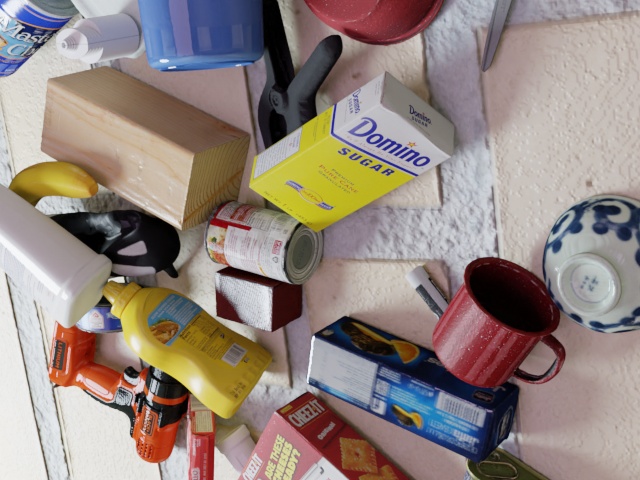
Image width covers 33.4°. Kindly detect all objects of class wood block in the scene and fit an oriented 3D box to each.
[{"bbox_3d":[-0.188,-0.101,1.124,0.206,0.090,0.090,28,121,25],"label":"wood block"}]

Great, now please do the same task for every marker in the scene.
[{"bbox_3d":[0.124,0.076,1.004,0.121,0.020,0.020,53,127,9],"label":"marker"}]

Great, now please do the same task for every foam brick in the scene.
[{"bbox_3d":[-0.064,0.056,1.112,0.078,0.052,0.051,12,112,33],"label":"foam brick"}]

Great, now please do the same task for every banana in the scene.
[{"bbox_3d":[-0.301,-0.051,1.160,0.069,0.037,0.198,52,141,-9],"label":"banana"}]

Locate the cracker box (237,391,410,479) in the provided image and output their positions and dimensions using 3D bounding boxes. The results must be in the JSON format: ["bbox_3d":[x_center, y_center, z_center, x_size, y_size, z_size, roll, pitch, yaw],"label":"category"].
[{"bbox_3d":[0.018,0.289,1.121,0.214,0.071,0.164,40,124,20],"label":"cracker box"}]

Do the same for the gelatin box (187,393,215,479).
[{"bbox_3d":[-0.136,0.226,1.201,0.030,0.089,0.073,1,112,-9],"label":"gelatin box"}]

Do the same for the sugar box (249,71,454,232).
[{"bbox_3d":[0.027,-0.076,0.979,0.093,0.048,0.177,33,139,-30],"label":"sugar box"}]

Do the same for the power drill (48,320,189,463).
[{"bbox_3d":[-0.235,0.152,1.264,0.188,0.057,0.185,30,121,25],"label":"power drill"}]

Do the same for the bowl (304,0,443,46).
[{"bbox_3d":[0.030,-0.241,0.927,0.162,0.055,0.162,18,124,29],"label":"bowl"}]

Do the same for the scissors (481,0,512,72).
[{"bbox_3d":[0.177,-0.234,0.864,0.096,0.016,0.202,11,112,33],"label":"scissors"}]

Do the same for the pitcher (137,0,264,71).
[{"bbox_3d":[-0.112,-0.278,0.956,0.145,0.149,0.243,-1,98,30],"label":"pitcher"}]

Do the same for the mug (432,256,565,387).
[{"bbox_3d":[0.160,0.082,0.940,0.117,0.093,0.082,35,128,10],"label":"mug"}]

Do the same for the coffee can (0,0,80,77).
[{"bbox_3d":[-0.335,-0.256,1.169,0.141,0.102,0.103,-29,88,39],"label":"coffee can"}]

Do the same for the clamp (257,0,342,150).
[{"bbox_3d":[-0.034,-0.148,1.023,0.120,0.039,0.172,52,140,37],"label":"clamp"}]

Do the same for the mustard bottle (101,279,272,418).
[{"bbox_3d":[-0.150,0.103,1.135,0.191,0.096,0.058,35,126,3],"label":"mustard bottle"}]

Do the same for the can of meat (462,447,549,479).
[{"bbox_3d":[0.174,0.258,1.007,0.102,0.057,0.084,32,124,24],"label":"can of meat"}]

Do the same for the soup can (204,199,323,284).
[{"bbox_3d":[-0.057,0.001,1.079,0.102,0.068,0.068,14,113,31],"label":"soup can"}]

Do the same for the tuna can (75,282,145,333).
[{"bbox_3d":[-0.239,0.076,1.223,0.086,0.085,0.034,9,109,33],"label":"tuna can"}]

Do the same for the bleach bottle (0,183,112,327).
[{"bbox_3d":[-0.340,-0.018,1.142,0.251,0.068,0.103,40,145,6],"label":"bleach bottle"}]
